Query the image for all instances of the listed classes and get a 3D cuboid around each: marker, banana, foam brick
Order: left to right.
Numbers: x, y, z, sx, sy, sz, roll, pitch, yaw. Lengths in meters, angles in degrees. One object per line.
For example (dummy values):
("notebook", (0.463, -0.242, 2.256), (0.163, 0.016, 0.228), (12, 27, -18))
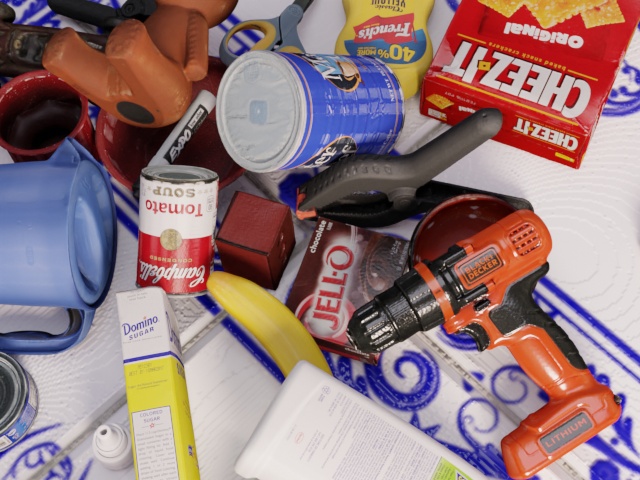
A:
("marker", (-0.132, -0.085, 0.959), (0.020, 0.020, 0.121), (26, 67, 15))
("foam brick", (-0.056, 0.001, 0.941), (0.051, 0.078, 0.053), (17, 67, 11))
("banana", (-0.027, 0.107, 0.881), (0.069, 0.037, 0.198), (-20, 83, -25))

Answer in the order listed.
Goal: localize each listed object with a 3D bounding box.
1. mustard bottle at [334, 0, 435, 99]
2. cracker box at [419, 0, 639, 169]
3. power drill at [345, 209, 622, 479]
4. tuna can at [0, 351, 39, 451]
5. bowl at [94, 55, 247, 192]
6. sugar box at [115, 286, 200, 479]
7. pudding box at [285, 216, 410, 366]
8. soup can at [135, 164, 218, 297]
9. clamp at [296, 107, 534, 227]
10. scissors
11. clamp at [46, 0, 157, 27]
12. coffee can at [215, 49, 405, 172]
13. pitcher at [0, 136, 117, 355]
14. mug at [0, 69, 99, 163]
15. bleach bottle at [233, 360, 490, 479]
("mustard bottle", (0.062, -0.191, 1.042), (0.096, 0.058, 0.191), (6, 64, 1))
("cracker box", (0.211, -0.195, 1.027), (0.164, 0.072, 0.213), (21, 67, 14))
("power drill", (0.137, 0.092, 0.855), (0.184, 0.057, 0.187), (-31, 89, -3))
("tuna can", (-0.287, 0.137, 0.910), (0.086, 0.034, 0.086), (-2, 63, 3))
("bowl", (-0.127, -0.096, 1.007), (0.162, 0.055, 0.162), (-2, 63, 3))
("sugar box", (-0.130, 0.134, 0.868), (0.048, 0.093, 0.176), (-9, 63, -2))
("pudding box", (0.024, 0.044, 0.935), (0.090, 0.039, 0.113), (16, 65, 12))
("soup can", (-0.123, -0.009, 0.918), (0.068, 0.068, 0.102), (6, 104, 7))
("clamp", (0.076, -0.053, 0.928), (0.210, 0.164, 0.036), (-5, 59, 12))
("scissors", (-0.018, -0.207, 1.053), (0.096, 0.016, 0.201), (45, 50, 8))
("clamp", (-0.201, -0.226, 1.088), (0.120, 0.039, 0.171), (-32, 67, 3))
("coffee can", (-0.007, -0.115, 0.946), (0.140, 0.103, 0.103), (-8, 53, -48))
("pitcher", (-0.308, 0.006, 0.935), (0.243, 0.145, 0.149), (-1, 51, 7))
("mug", (-0.266, -0.100, 1.003), (0.117, 0.081, 0.093), (7, 64, 7))
("bleach bottle", (0.064, 0.198, 0.819), (0.251, 0.068, 0.102), (32, 66, 1))
